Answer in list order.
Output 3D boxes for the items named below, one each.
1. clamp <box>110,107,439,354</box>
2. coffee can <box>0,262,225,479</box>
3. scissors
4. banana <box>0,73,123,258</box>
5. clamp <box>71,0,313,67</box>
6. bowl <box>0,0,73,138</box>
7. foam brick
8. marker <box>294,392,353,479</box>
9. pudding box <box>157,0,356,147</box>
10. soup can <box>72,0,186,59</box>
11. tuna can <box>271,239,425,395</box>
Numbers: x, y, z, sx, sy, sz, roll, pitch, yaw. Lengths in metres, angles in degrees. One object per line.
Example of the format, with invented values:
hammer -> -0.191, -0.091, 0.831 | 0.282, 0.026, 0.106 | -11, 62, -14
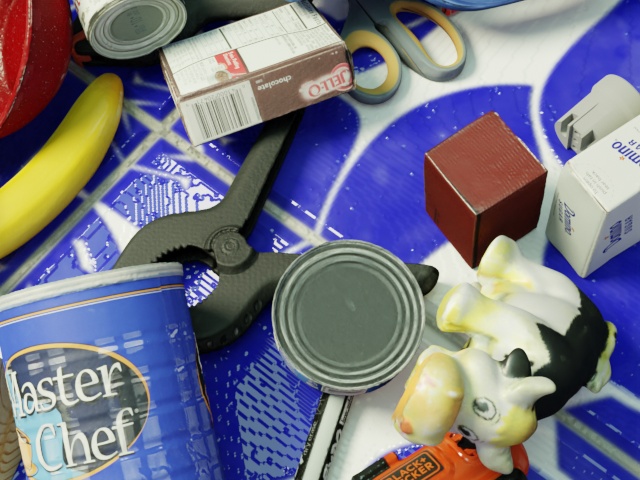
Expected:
clamp -> -0.054, 0.001, 0.660 | 0.210, 0.036, 0.165 | -23, 65, -10
coffee can -> -0.109, 0.090, 0.563 | 0.103, 0.103, 0.140 | -13, 86, -1
scissors -> 0.013, -0.167, 0.744 | 0.096, 0.016, 0.202 | -43, 69, -14
banana -> -0.195, -0.034, 0.688 | 0.197, 0.037, 0.070 | -38, 70, -13
clamp -> -0.103, -0.181, 0.748 | 0.171, 0.039, 0.120 | -22, 64, -6
bowl -> -0.210, -0.134, 0.700 | 0.162, 0.055, 0.162 | -2, 88, 44
foam brick -> 0.097, -0.029, 0.639 | 0.051, 0.078, 0.053 | -32, 67, -9
marker -> -0.002, 0.123, 0.609 | 0.020, 0.020, 0.121 | 15, 67, 11
pudding box -> -0.043, -0.112, 0.692 | 0.113, 0.039, 0.090 | -19, 34, -6
soup can -> -0.133, -0.178, 0.694 | 0.068, 0.068, 0.102 | -21, 69, -5
tuna can -> 0.015, 0.045, 0.607 | 0.086, 0.034, 0.086 | 1, 74, -2
